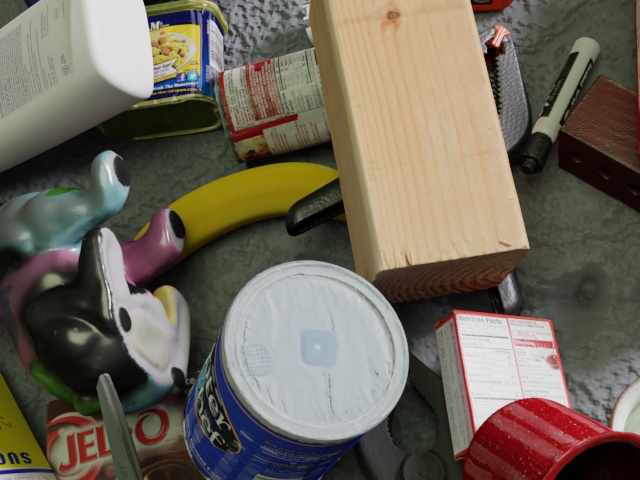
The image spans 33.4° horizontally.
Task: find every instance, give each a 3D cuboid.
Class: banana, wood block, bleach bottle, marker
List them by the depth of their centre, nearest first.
[{"bbox_3d":[0.055,-0.073,0.663,0.090,0.090,0.206,-8,73,-6],"label":"wood block"},{"bbox_3d":[0.162,-0.092,0.729,0.020,0.020,0.121,20,60,20],"label":"marker"},{"bbox_3d":[-0.053,-0.016,0.750,0.198,0.037,0.069,-11,65,8],"label":"banana"},{"bbox_3d":[-0.239,-0.102,0.784,0.251,0.068,0.102,-22,66,26],"label":"bleach bottle"}]

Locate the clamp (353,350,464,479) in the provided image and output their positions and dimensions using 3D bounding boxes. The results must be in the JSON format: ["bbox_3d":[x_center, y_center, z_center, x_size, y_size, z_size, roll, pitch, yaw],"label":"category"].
[{"bbox_3d":[0.056,0.152,0.652,0.120,0.039,0.171,-20,66,-4],"label":"clamp"}]

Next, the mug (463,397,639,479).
[{"bbox_3d":[0.131,0.146,0.582,0.093,0.082,0.117,-9,103,-20],"label":"mug"}]

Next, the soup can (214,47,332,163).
[{"bbox_3d":[-0.017,-0.100,0.761,0.102,0.068,0.068,-14,65,6],"label":"soup can"}]

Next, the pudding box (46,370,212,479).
[{"bbox_3d":[-0.122,0.142,0.697,0.113,0.039,0.090,-12,65,8],"label":"pudding box"}]

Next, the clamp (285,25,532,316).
[{"bbox_3d":[0.095,-0.052,0.727,0.164,0.036,0.210,30,70,6],"label":"clamp"}]

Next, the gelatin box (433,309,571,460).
[{"bbox_3d":[0.112,0.089,0.650,0.073,0.030,0.089,6,59,-23],"label":"gelatin box"}]

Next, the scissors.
[{"bbox_3d":[-0.119,0.182,0.636,0.096,0.016,0.202,-24,98,20],"label":"scissors"}]

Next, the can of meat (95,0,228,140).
[{"bbox_3d":[-0.121,-0.126,0.802,0.102,0.057,0.084,-7,68,11],"label":"can of meat"}]

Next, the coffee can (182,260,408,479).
[{"bbox_3d":[-0.020,0.087,0.624,0.102,0.140,0.103,7,62,-13],"label":"coffee can"}]
